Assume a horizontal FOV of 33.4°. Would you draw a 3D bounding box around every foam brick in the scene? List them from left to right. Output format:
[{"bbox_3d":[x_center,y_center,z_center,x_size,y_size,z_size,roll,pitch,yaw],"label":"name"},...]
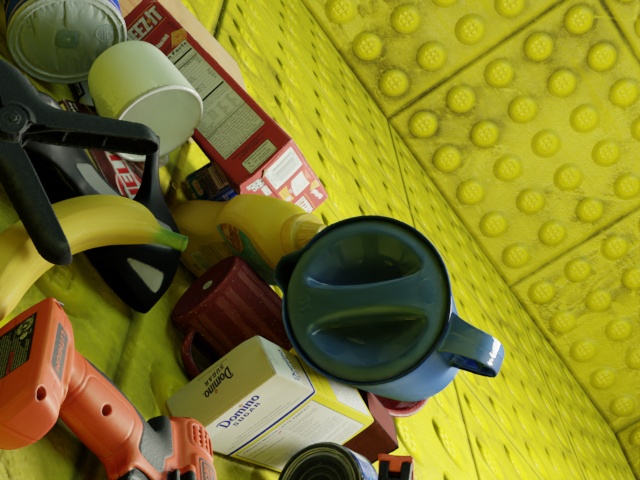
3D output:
[{"bbox_3d":[0.028,0.186,1.018,0.051,0.078,0.053,50,13,-22],"label":"foam brick"}]

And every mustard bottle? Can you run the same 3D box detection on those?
[{"bbox_3d":[-0.056,0.001,0.950,0.192,0.058,0.096,-4,-48,52],"label":"mustard bottle"}]

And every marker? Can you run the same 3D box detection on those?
[{"bbox_3d":[-0.238,-0.170,1.032,0.020,0.020,0.121,33,27,-60],"label":"marker"}]

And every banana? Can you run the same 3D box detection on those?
[{"bbox_3d":[-0.173,0.004,0.719,0.070,0.037,0.197,29,30,23],"label":"banana"}]

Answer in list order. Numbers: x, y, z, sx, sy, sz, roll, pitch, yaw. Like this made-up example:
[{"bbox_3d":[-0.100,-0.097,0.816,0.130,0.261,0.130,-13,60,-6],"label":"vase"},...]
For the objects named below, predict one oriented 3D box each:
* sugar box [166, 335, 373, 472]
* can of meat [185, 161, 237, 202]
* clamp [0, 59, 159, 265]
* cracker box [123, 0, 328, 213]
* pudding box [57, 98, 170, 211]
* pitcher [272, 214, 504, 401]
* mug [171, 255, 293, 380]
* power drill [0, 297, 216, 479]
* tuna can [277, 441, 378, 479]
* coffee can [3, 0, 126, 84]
[{"bbox_3d":[-0.036,0.138,0.864,0.176,0.093,0.048,39,17,-54],"label":"sugar box"},{"bbox_3d":[-0.092,-0.068,1.167,0.057,0.084,0.102,60,11,4],"label":"can of meat"},{"bbox_3d":[-0.201,-0.061,0.690,0.171,0.039,0.120,26,52,-7],"label":"clamp"},{"bbox_3d":[-0.098,-0.116,1.033,0.214,0.072,0.164,47,-2,20],"label":"cracker box"},{"bbox_3d":[-0.186,-0.062,0.921,0.113,0.039,0.090,58,14,10],"label":"pudding box"},{"bbox_3d":[0.069,0.077,0.916,0.149,0.145,0.242,66,7,19],"label":"pitcher"},{"bbox_3d":[-0.079,0.075,0.908,0.081,0.093,0.117,48,52,-16],"label":"mug"},{"bbox_3d":[-0.124,0.137,0.635,0.187,0.057,0.184,52,10,-30],"label":"power drill"},{"bbox_3d":[0.005,0.208,0.865,0.033,0.086,0.086,39,22,-48],"label":"tuna can"},{"bbox_3d":[-0.237,-0.227,0.968,0.102,0.103,0.140,41,25,-50],"label":"coffee can"}]
